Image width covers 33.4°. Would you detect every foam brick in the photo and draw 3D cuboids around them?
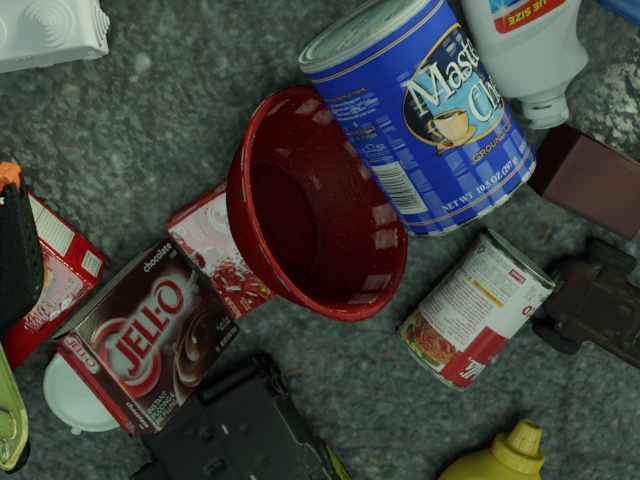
[{"bbox_3d":[0.194,-0.044,0.759,0.078,0.053,0.051,24,105,-14],"label":"foam brick"}]

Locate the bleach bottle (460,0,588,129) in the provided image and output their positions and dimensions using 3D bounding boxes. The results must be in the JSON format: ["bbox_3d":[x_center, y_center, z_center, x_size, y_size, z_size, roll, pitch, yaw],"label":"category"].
[{"bbox_3d":[0.134,-0.197,0.696,0.102,0.068,0.251,-16,112,1],"label":"bleach bottle"}]

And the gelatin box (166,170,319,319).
[{"bbox_3d":[-0.055,0.001,0.763,0.073,0.030,0.089,-33,109,6],"label":"gelatin box"}]

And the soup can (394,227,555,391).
[{"bbox_3d":[0.112,0.049,0.775,0.068,0.068,0.102,37,102,-16],"label":"soup can"}]

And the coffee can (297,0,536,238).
[{"bbox_3d":[0.065,-0.087,0.705,0.103,0.103,0.140,-32,109,6],"label":"coffee can"}]

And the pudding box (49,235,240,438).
[{"bbox_3d":[-0.118,0.065,0.735,0.039,0.113,0.090,-23,110,39],"label":"pudding box"}]

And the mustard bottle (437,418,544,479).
[{"bbox_3d":[0.127,0.226,0.842,0.096,0.058,0.192,19,106,-10],"label":"mustard bottle"}]

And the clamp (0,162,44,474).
[{"bbox_3d":[-0.227,0.050,0.682,0.164,0.036,0.210,30,107,-14],"label":"clamp"}]

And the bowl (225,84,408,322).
[{"bbox_3d":[-0.011,-0.019,0.717,0.055,0.162,0.162,-19,114,39],"label":"bowl"}]
